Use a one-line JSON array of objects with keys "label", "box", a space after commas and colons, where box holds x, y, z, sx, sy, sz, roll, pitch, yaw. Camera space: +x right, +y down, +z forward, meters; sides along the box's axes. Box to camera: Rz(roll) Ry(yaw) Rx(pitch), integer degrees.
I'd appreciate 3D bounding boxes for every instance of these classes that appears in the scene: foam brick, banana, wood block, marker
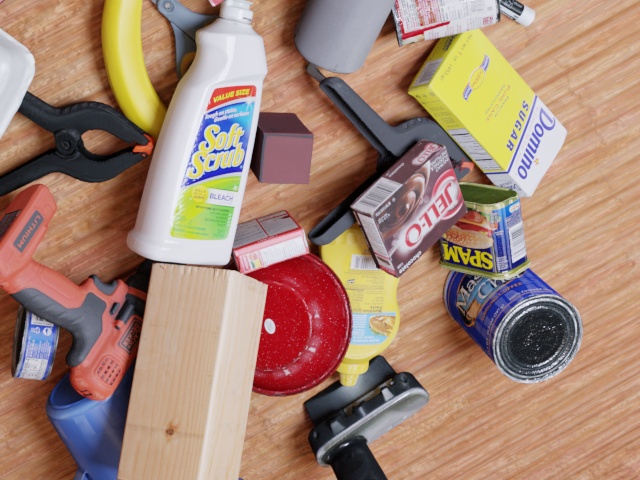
[{"label": "foam brick", "box": [-0.043, -0.093, 1.064, 0.053, 0.078, 0.051, 0, 112, -15]}, {"label": "banana", "box": [-0.171, -0.166, 1.018, 0.069, 0.037, 0.198, -27, 122, -12]}, {"label": "wood block", "box": [-0.122, 0.133, 1.028, 0.091, 0.090, 0.206, 5, 80, 21]}, {"label": "marker", "box": [0.168, -0.255, 1.093, 0.121, 0.020, 0.020, 24, 102, -22]}]

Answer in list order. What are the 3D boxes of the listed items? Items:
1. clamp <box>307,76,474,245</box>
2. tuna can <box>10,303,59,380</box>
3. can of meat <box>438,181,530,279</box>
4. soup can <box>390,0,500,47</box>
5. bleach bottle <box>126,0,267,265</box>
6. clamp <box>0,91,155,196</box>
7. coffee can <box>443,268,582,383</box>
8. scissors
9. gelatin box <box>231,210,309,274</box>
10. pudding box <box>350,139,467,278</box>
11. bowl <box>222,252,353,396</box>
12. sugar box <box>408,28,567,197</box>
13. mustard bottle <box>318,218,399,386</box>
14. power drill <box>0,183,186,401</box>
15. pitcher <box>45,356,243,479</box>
[{"label": "clamp", "box": [0.071, -0.070, 1.092, 0.209, 0.036, 0.164, 6, 97, -38]}, {"label": "tuna can", "box": [-0.284, 0.096, 1.064, 0.033, 0.086, 0.086, 9, 108, -21]}, {"label": "can of meat", "box": [0.170, -0.012, 1.143, 0.057, 0.102, 0.084, -27, 116, -36]}, {"label": "soup can", "box": [0.120, -0.235, 1.047, 0.102, 0.068, 0.068, -13, 114, 5]}, {"label": "bleach bottle", "box": [-0.110, -0.105, 1.015, 0.102, 0.068, 0.251, 6, 101, -37]}, {"label": "clamp", "box": [-0.248, -0.086, 1.021, 0.171, 0.039, 0.120, 13, 115, -4]}, {"label": "coffee can", "box": [0.207, 0.079, 1.166, 0.102, 0.140, 0.103, -5, 112, -14]}, {"label": "scissors", "box": [-0.150, -0.205, 1.024, 0.201, 0.016, 0.096, 25, 102, -23]}, {"label": "gelatin box", "box": [-0.057, 0.001, 1.089, 0.073, 0.089, 0.030, -18, 108, -8]}, {"label": "pudding box", "box": [0.090, -0.032, 1.069, 0.113, 0.039, 0.090, -41, 130, -19]}, {"label": "bowl", "box": [-0.049, 0.086, 1.103, 0.162, 0.055, 0.162, 0, 92, 9]}, {"label": "sugar box", "box": [0.178, -0.134, 1.113, 0.176, 0.048, 0.093, 41, 71, -23]}, {"label": "mustard bottle", "box": [0.040, 0.070, 1.160, 0.096, 0.058, 0.192, 3, 110, -9]}, {"label": "power drill", "box": [-0.227, 0.033, 1.029, 0.187, 0.058, 0.184, 45, 54, -26]}, {"label": "pitcher", "box": [-0.192, 0.245, 1.123, 0.145, 0.149, 0.243, -22, 113, 15]}]
